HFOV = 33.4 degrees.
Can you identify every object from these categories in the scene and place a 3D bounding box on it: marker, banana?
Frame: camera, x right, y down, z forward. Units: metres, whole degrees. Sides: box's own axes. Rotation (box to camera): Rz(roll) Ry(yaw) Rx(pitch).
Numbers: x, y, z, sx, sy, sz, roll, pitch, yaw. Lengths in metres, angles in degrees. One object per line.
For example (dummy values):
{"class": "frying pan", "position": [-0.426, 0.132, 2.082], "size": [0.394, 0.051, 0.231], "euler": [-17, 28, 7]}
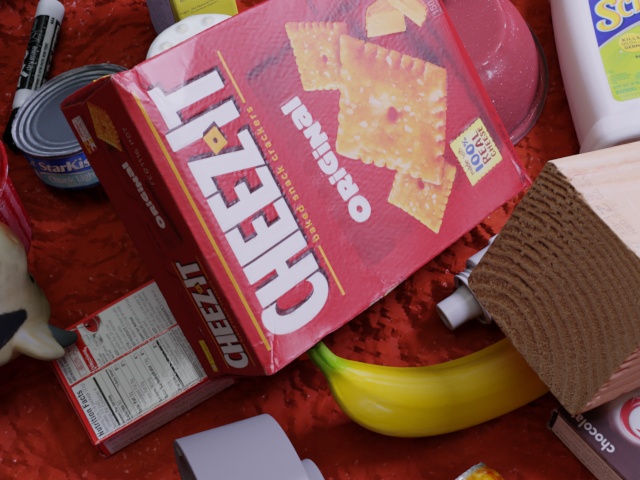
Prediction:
{"class": "marker", "position": [-0.194, -0.112, 0.724], "size": [0.020, 0.020, 0.121], "euler": [3, 61, 4]}
{"class": "banana", "position": [0.088, 0.068, 0.585], "size": [0.197, 0.070, 0.037], "euler": [-12, 29, -17]}

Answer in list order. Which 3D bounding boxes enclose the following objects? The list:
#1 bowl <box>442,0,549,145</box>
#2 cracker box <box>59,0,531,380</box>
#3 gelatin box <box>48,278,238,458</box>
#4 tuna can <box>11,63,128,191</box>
{"class": "bowl", "position": [0.072, -0.126, 0.699], "size": [0.162, 0.055, 0.162], "euler": [-1, 61, 2]}
{"class": "cracker box", "position": [-0.002, -0.050, 0.573], "size": [0.213, 0.072, 0.164], "euler": [-34, 101, -33]}
{"class": "gelatin box", "position": [-0.104, 0.070, 0.611], "size": [0.089, 0.030, 0.073], "euler": [-30, 64, -11]}
{"class": "tuna can", "position": [-0.149, -0.072, 0.677], "size": [0.086, 0.033, 0.086], "euler": [-11, 46, 11]}
